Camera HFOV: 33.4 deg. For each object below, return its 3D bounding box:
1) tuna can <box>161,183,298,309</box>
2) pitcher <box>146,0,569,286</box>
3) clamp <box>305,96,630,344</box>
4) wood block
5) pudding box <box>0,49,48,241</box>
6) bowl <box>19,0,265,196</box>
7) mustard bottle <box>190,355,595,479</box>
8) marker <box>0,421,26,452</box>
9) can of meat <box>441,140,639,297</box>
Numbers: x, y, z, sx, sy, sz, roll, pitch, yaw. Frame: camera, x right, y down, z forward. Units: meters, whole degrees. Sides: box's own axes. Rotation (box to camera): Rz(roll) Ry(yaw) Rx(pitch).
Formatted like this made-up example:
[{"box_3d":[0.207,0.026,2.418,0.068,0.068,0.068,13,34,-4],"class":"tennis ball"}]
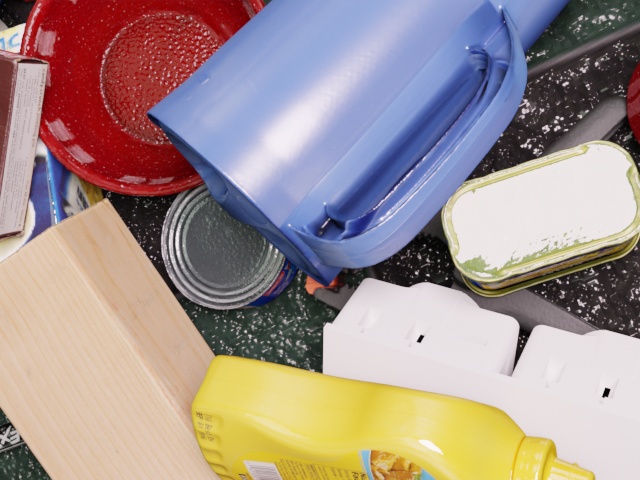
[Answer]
[{"box_3d":[-0.054,0.001,0.670,0.086,0.033,0.086,-2,85,20],"class":"tuna can"},{"box_3d":[0.040,-0.098,0.571,0.149,0.145,0.243,43,85,4],"class":"pitcher"},{"box_3d":[0.097,0.022,0.613,0.210,0.036,0.164,-15,80,14],"class":"clamp"},{"box_3d":[-0.114,0.091,0.622,0.091,0.090,0.206,-32,96,15],"class":"wood block"},{"box_3d":[-0.219,-0.064,0.650,0.090,0.039,0.113,15,104,20],"class":"pudding box"},{"box_3d":[-0.103,-0.107,0.674,0.162,0.055,0.162,0,89,5],"class":"bowl"},{"box_3d":[0.037,0.105,0.524,0.192,0.096,0.058,6,53,25],"class":"mustard bottle"},{"box_3d":[-0.211,0.132,0.724,0.121,0.020,0.020,-21,79,17],"class":"marker"},{"box_3d":[0.114,-0.010,0.549,0.102,0.084,0.057,-19,82,10],"class":"can of meat"}]
